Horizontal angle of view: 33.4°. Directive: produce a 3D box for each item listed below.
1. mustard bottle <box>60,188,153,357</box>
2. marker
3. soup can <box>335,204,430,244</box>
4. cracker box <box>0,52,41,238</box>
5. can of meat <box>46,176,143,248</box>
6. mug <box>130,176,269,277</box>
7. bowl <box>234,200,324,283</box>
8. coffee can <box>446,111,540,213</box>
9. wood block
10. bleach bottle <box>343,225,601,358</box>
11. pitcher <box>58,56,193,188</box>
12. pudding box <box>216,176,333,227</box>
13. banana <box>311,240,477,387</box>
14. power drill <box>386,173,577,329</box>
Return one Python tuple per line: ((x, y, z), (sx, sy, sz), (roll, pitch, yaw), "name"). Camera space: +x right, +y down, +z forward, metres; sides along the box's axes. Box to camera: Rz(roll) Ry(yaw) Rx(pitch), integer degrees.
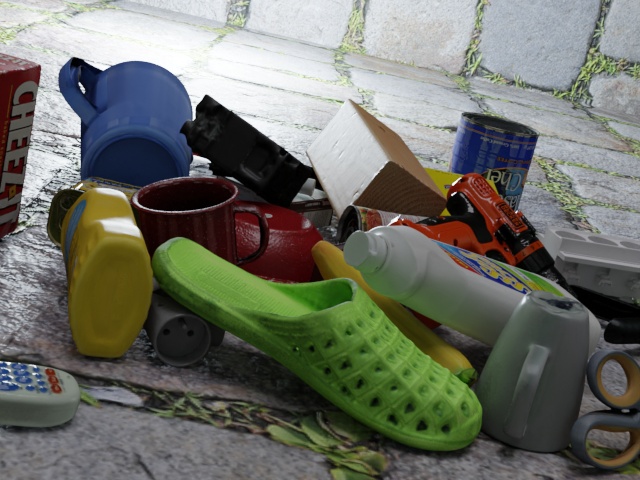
((-0.173, 0.011, 0.842), (0.058, 0.096, 0.192), (6, 18, -19), "mustard bottle")
((-0.066, -0.071, 1.191), (0.121, 0.020, 0.020), (12, 16, 7), "marker")
((0.074, 0.003, 1.105), (0.102, 0.068, 0.068), (8, 17, -19), "soup can")
((-0.304, -0.061, 0.862), (0.072, 0.164, 0.213), (16, 17, 4), "cracker box")
((-0.195, -0.022, 1.004), (0.102, 0.057, 0.084), (13, 14, -1), "can of meat")
((-0.103, -0.003, 0.929), (0.117, 0.081, 0.093), (-4, 22, -3), "mug")
((-0.057, 0.001, 1.035), (0.162, 0.055, 0.162), (12, 16, -4), "bowl")
((0.211, -0.082, 1.359), (0.102, 0.140, 0.103), (12, 17, -4), "coffee can")
((0.060, -0.074, 1.224), (0.090, 0.090, 0.206), (34, 15, -24), "wood block")
((0.120, 0.044, 0.878), (0.250, 0.068, 0.103), (20, 19, -40), "bleach bottle")
((-0.209, -0.112, 1.160), (0.149, 0.145, 0.243), (-2, 22, -8), "pitcher")
((-0.053, -0.046, 1.225), (0.114, 0.039, 0.089), (22, 20, 34), "pudding box")
((0.065, 0.069, 0.879), (0.037, 0.069, 0.198), (-35, 50, -22), "banana")
((0.151, 0.025, 1.039), (0.187, 0.057, 0.184), (-18, 63, -47), "power drill")
